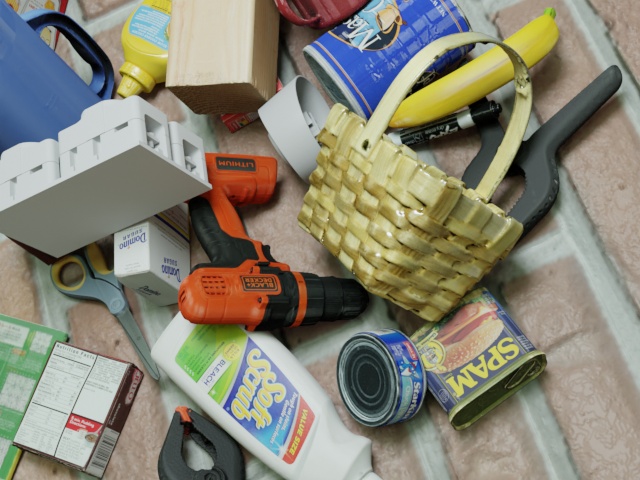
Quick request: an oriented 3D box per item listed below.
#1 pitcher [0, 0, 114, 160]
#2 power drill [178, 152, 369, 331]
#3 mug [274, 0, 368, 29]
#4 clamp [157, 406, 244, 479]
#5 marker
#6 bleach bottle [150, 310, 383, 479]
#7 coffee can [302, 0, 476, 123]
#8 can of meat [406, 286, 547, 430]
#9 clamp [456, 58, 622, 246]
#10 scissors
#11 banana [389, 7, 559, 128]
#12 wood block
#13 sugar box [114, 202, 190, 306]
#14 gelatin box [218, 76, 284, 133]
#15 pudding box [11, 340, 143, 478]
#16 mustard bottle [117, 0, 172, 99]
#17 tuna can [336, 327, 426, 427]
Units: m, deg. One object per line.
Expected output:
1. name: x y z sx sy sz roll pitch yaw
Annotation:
1. pitcher: -0.304 -0.157 1.077 0.145 0.242 0.149 -22 57 8
2. power drill: -0.057 0.001 1.015 0.184 0.057 0.188 2 48 -27
3. mug: -0.003 -0.254 1.041 0.093 0.081 0.117 -9 35 47
4. clamp: -0.089 0.226 0.964 0.120 0.039 0.171 -2 54 -22
5. marker: 0.120 -0.111 1.037 0.121 0.020 0.020 -16 63 32
6. bleach bottle: -0.036 0.149 0.975 0.251 0.068 0.102 37 84 23
7. coffee can: 0.068 -0.190 1.061 0.140 0.102 0.103 -37 63 -1
8. can of meat: 0.135 0.103 0.948 0.102 0.057 0.084 -36 61 -1
9. clamp: 0.179 -0.085 1.022 0.165 0.036 0.210 15 77 31
10. scissors: -0.221 0.069 1.077 0.096 0.016 0.202 -24 58 10
11. banana: 0.154 -0.158 1.018 0.198 0.069 0.037 -32 99 1
12. wood block: -0.095 -0.240 1.084 0.090 0.090 0.206 -1 78 15
13. sugar box: -0.169 -0.031 1.069 0.048 0.093 0.176 -10 65 17
14. gelatin box: -0.084 -0.170 1.137 0.073 0.030 0.089 -29 64 5
15. pudding box: -0.236 0.163 1.040 0.090 0.039 0.113 14 71 21
16. mustard bottle: -0.162 -0.234 1.169 0.096 0.058 0.191 28 78 22
17. tuna can: 0.052 0.122 0.949 0.086 0.033 0.086 8 100 50
